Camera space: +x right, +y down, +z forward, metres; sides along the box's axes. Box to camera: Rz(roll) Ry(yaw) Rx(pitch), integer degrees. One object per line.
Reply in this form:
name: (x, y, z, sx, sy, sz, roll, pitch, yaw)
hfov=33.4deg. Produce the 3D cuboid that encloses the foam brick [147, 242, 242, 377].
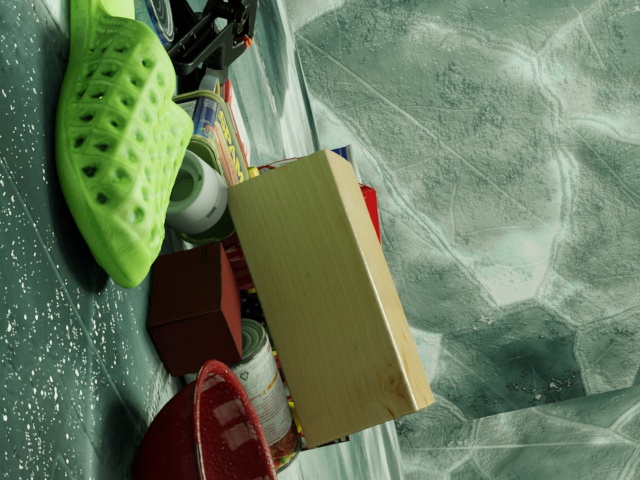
foam brick: (-0.086, 0.048, 0.744, 0.078, 0.053, 0.051, -96, 171, -53)

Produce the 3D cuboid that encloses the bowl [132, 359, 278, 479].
bowl: (-0.066, 0.154, 0.624, 0.162, 0.055, 0.162, -17, 90, -82)

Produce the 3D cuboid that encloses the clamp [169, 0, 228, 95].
clamp: (-0.124, -0.198, 1.056, 0.171, 0.039, 0.120, -75, 157, -74)

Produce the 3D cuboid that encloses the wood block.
wood block: (0.008, 0.045, 0.830, 0.090, 0.091, 0.206, 16, 54, -75)

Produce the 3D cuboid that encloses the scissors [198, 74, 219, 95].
scissors: (-0.110, -0.085, 1.015, 0.202, 0.016, 0.096, 102, 0, -68)

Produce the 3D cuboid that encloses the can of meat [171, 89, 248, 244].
can of meat: (-0.098, -0.059, 0.873, 0.084, 0.057, 0.102, -89, 166, -58)

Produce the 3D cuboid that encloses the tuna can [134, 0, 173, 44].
tuna can: (-0.143, -0.192, 0.834, 0.086, 0.034, 0.086, -13, 90, -85)

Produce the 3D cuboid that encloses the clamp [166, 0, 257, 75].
clamp: (-0.082, -0.216, 0.958, 0.210, 0.036, 0.164, -24, 137, -85)

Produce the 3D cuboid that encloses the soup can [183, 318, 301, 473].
soup can: (-0.059, 0.117, 0.787, 0.068, 0.068, 0.102, -93, 169, -63)
